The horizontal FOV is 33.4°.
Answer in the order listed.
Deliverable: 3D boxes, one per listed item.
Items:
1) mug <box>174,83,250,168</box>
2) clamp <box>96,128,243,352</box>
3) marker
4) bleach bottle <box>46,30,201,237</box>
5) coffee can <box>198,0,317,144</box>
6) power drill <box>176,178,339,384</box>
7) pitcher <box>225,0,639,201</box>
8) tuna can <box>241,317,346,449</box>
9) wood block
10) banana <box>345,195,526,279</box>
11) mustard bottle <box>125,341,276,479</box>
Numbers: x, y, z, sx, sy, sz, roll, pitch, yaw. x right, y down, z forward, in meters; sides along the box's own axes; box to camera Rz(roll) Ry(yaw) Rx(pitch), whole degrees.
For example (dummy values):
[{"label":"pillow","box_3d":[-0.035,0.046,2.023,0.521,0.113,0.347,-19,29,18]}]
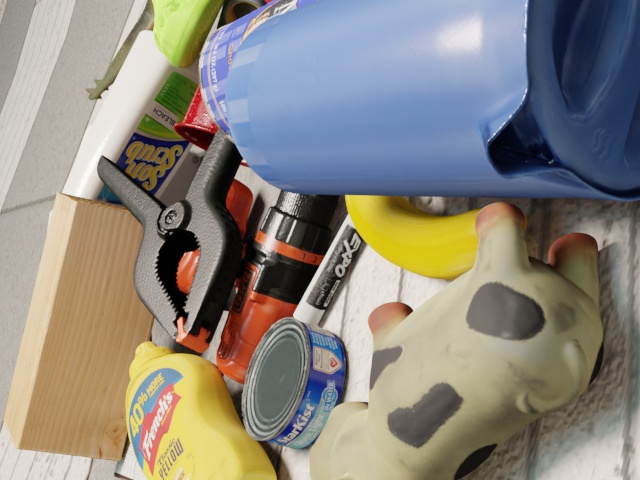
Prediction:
[{"label":"mug","box_3d":[-0.065,-0.112,0.916,0.117,0.093,0.081,60,-129,-77]},{"label":"clamp","box_3d":[-0.094,-0.019,0.801,0.165,0.036,0.210,-31,53,21]},{"label":"marker","box_3d":[0.016,0.006,0.743,0.121,0.020,0.020,-62,28,15]},{"label":"bleach bottle","box_3d":[-0.180,-0.064,0.996,0.068,0.102,0.251,22,83,38]},{"label":"coffee can","box_3d":[-0.003,-0.126,0.750,0.141,0.102,0.103,-15,58,45]},{"label":"power drill","box_3d":[-0.055,0.001,0.837,0.188,0.057,0.184,32,100,63]},{"label":"pitcher","box_3d":[0.066,-0.088,0.556,0.243,0.149,0.145,0,85,50]},{"label":"tuna can","box_3d":[-0.018,0.098,0.727,0.086,0.033,0.086,-42,38,43]},{"label":"wood block","box_3d":[-0.198,0.071,0.912,0.090,0.090,0.206,18,95,66]},{"label":"banana","box_3d":[0.058,-0.012,0.637,0.198,0.037,0.069,35,140,58]},{"label":"mustard bottle","box_3d":[-0.100,0.140,0.787,0.096,0.058,0.192,-60,39,21]}]
